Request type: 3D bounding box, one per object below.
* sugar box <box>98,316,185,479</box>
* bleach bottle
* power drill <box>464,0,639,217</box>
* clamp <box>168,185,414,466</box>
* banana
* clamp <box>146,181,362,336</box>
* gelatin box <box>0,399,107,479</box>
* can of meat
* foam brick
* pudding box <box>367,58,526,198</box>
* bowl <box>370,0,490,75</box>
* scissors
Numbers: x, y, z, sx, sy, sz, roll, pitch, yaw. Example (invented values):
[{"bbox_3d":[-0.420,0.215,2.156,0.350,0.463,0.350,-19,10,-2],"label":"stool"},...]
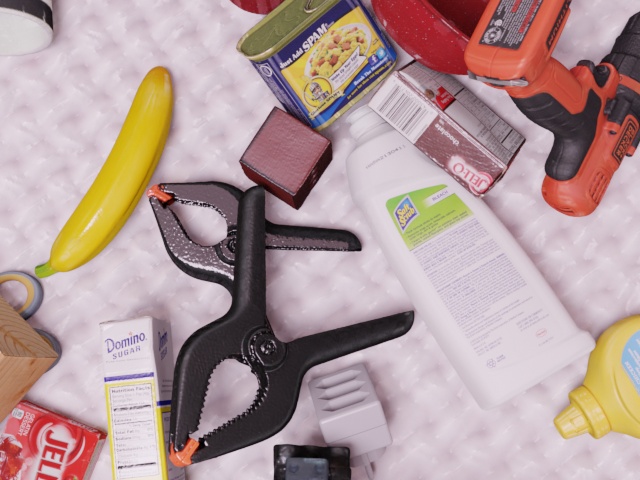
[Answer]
[{"bbox_3d":[-0.130,0.148,0.796,0.048,0.093,0.176,-9,81,0],"label":"sugar box"},{"bbox_3d":[0.102,0.000,0.827,0.102,0.068,0.251,-29,80,-8],"label":"bleach bottle"},{"bbox_3d":[0.193,-0.132,0.789,0.057,0.187,0.184,16,74,44],"label":"power drill"},{"bbox_3d":[-0.033,0.083,0.783,0.164,0.036,0.210,33,67,-7],"label":"clamp"},{"bbox_3d":[-0.163,-0.051,0.838,0.070,0.037,0.198,24,80,43],"label":"banana"},{"bbox_3d":[-0.056,0.001,0.842,0.171,0.039,0.120,43,78,0],"label":"clamp"},{"bbox_3d":[-0.216,0.177,0.825,0.073,0.030,0.089,21,84,4],"label":"gelatin box"},{"bbox_3d":[0.000,-0.147,0.833,0.102,0.057,0.084,-40,122,-3],"label":"can of meat"},{"bbox_3d":[-0.026,-0.062,0.829,0.051,0.078,0.053,33,86,5],"label":"foam brick"},{"bbox_3d":[0.100,-0.090,0.820,0.113,0.090,0.039,43,117,3],"label":"pudding box"},{"bbox_3d":[0.091,-0.182,0.826,0.162,0.161,0.055,52,123,7],"label":"bowl"},{"bbox_3d":[-0.305,0.068,0.849,0.202,0.016,0.096,4,81,2],"label":"scissors"}]
